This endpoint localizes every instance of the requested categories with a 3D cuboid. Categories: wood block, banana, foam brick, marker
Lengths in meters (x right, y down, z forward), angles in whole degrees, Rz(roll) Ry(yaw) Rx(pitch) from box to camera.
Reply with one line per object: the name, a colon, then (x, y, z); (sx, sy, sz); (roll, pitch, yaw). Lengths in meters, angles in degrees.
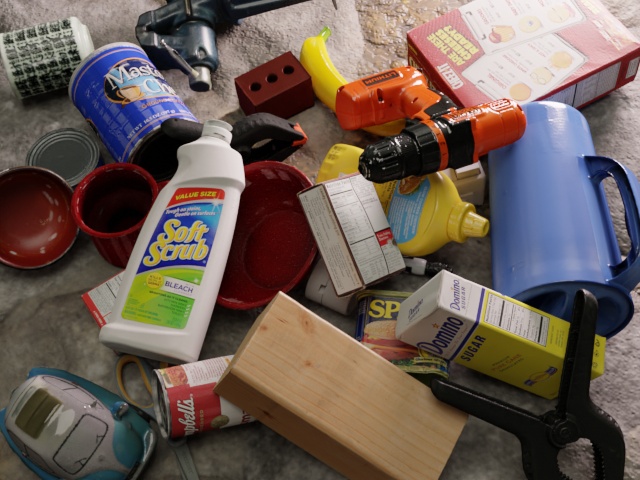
wood block: (0.017, 0.149, 0.977); (0.206, 0.091, 0.090); (33, 65, -3)
banana: (0.028, -0.181, 1.246); (0.069, 0.037, 0.198); (-29, 61, -10)
foam brick: (-0.054, -0.173, 1.240); (0.078, 0.051, 0.053); (-29, 61, -12)
marker: (0.080, 0.023, 1.129); (0.121, 0.020, 0.020); (10, 61, 11)

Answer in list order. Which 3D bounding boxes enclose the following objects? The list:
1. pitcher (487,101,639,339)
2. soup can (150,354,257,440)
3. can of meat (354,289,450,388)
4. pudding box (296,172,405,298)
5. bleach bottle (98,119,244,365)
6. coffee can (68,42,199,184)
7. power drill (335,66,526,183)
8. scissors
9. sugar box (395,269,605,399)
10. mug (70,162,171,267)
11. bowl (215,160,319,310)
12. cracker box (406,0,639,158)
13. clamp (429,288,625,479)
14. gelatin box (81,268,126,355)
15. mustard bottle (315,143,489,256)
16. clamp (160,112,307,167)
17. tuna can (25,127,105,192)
pitcher: (0.240, -0.024, 1.076); (0.149, 0.145, 0.243); (-2, 56, 5)
soup can: (-0.106, 0.149, 1.029); (0.102, 0.069, 0.068); (-9, 57, -20)
can of meat: (0.082, 0.101, 1.062); (0.102, 0.057, 0.084); (4, 62, 7)
pudding box: (0.032, -0.008, 1.056); (0.039, 0.089, 0.113); (-25, 86, 35)
bleach bottle: (-0.141, -0.005, 1.082); (0.102, 0.068, 0.251); (13, 75, 1)
coffee can: (-0.207, -0.141, 1.206); (0.102, 0.103, 0.140); (-32, 62, -13)
power drill: (0.089, -0.120, 1.102); (0.184, 0.057, 0.188); (-18, 30, -21)
scissors: (-0.131, 0.178, 1.058); (0.096, 0.016, 0.202); (-36, 63, -15)
sugar box: (0.167, 0.092, 0.999); (0.176, 0.093, 0.048); (20, 60, -13)
mug: (-0.201, -0.028, 1.149); (0.117, 0.081, 0.093); (-27, 61, -9)
bowl: (-0.057, 0.001, 1.115); (0.162, 0.055, 0.162); (-11, 66, 26)
cracker box: (0.231, -0.210, 1.225); (0.213, 0.072, 0.164); (-27, 59, -10)
clamp: (0.202, 0.167, 0.953); (0.164, 0.036, 0.210); (-23, 102, 0)
gelatin box: (-0.195, 0.067, 1.123); (0.089, 0.030, 0.073); (-32, 60, -13)
mustard bottle: (0.085, -0.035, 1.108); (0.192, 0.058, 0.096); (17, 90, 31)
clamp: (-0.101, -0.093, 1.184); (0.171, 0.120, 0.039); (-7, 53, -23)
tuna can: (-0.291, -0.085, 1.221); (0.086, 0.034, 0.086); (-2, 59, 4)
